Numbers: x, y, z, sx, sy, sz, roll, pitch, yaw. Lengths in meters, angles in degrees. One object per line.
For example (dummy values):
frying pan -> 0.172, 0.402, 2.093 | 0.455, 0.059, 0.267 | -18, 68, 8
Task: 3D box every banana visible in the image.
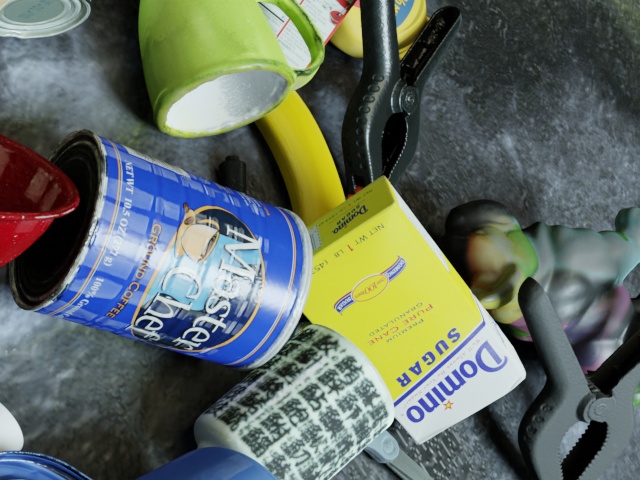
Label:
banana -> -0.018, -0.044, 0.743 | 0.069, 0.037, 0.198 | -3, 76, -43

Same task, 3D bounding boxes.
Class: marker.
marker -> -0.055, 0.001, 0.703 | 0.020, 0.020, 0.121 | 11, 66, -39

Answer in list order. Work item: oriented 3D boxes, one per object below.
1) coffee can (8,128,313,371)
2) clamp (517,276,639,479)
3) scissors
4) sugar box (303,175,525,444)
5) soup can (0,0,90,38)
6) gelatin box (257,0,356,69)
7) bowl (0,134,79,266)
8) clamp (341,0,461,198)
coffee can -> -0.090, 0.009, 0.609 | 0.140, 0.103, 0.103 | 21, 60, -35
clamp -> 0.190, 0.110, 0.786 | 0.164, 0.210, 0.036 | 7, 25, -23
scissors -> 0.028, 0.147, 0.723 | 0.201, 0.016, 0.096 | 56, 48, -9
sugar box -> 0.055, 0.051, 0.709 | 0.176, 0.093, 0.048 | 50, 13, -26
soup can -> -0.177, -0.179, 0.631 | 0.068, 0.069, 0.102 | -2, 75, -43
gelatin box -> -0.023, -0.169, 0.763 | 0.073, 0.030, 0.089 | 35, 92, -28
bowl -> -0.203, -0.022, 0.517 | 0.161, 0.162, 0.055 | 12, 107, -39
clamp -> 0.059, -0.112, 0.798 | 0.120, 0.039, 0.171 | -1, 105, -46
